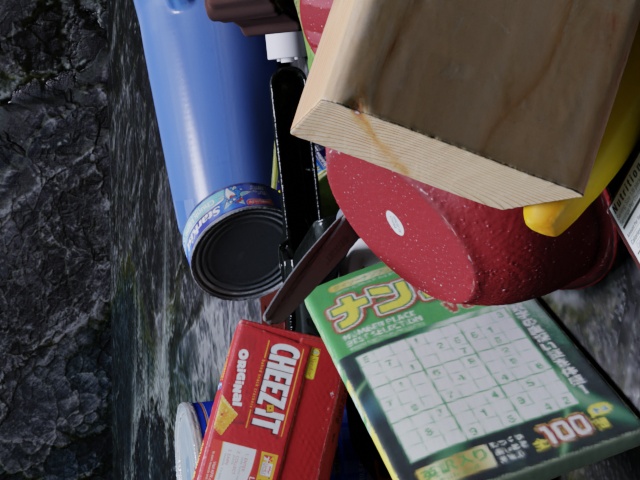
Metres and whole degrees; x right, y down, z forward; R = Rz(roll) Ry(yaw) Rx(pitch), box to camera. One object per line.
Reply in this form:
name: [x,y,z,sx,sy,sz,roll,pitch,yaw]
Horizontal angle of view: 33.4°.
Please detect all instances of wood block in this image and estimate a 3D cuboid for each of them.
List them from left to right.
wood block: [0.067,-0.124,0.372,0.091,0.090,0.206,173,116,-82]

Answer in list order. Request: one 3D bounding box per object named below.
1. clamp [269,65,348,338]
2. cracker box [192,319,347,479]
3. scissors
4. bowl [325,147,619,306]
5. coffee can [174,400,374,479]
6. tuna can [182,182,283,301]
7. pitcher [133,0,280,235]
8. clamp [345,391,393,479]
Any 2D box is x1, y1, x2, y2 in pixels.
clamp: [-0.006,0.016,0.684,0.164,0.036,0.210,-109,15,-54]
cracker box: [-0.032,0.152,0.648,0.214,0.072,0.164,89,-166,-74]
scissors: [0.033,-0.003,0.564,0.016,0.096,0.201,-20,34,38]
bowl: [0.054,-0.023,0.488,0.162,0.055,0.162,42,160,18]
coffee can: [-0.034,0.169,0.818,0.103,0.140,0.103,177,90,-74]
tuna can: [-0.055,0.001,0.766,0.034,0.086,0.086,-116,28,-47]
pitcher: [-0.091,-0.125,1.013,0.145,0.149,0.243,-21,76,57]
clamp: [0.034,0.090,0.755,0.171,0.039,0.120,-115,22,-44]
